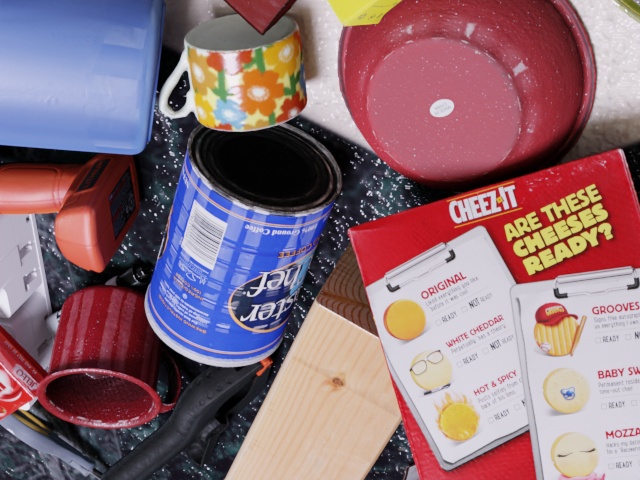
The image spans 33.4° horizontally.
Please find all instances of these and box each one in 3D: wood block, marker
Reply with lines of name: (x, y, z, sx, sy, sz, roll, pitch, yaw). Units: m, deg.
wood block: (0.014, 0.111, 0.772, 0.091, 0.090, 0.206, 29, 128, 4)
marker: (-0.177, 0.047, 0.854, 0.121, 0.020, 0.020, -29, 107, 35)

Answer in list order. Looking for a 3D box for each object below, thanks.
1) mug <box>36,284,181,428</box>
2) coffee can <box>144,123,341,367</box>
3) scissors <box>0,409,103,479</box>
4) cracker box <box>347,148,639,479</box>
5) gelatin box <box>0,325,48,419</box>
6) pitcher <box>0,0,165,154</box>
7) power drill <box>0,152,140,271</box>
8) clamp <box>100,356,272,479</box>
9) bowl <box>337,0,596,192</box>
mug: (-0.155, 0.093, 0.828, 0.117, 0.081, 0.093, 29, 135, -31)
coffee can: (-0.055, 0.001, 0.719, 0.103, 0.102, 0.140, 25, 128, 5)
scissors: (-0.217, 0.195, 0.940, 0.201, 0.016, 0.096, 37, 171, -2)
cracker box: (0.125, 0.073, 0.630, 0.164, 0.072, 0.214, -16, 86, 6)
gelatin box: (-0.267, 0.107, 0.846, 0.089, 0.030, 0.073, -30, 107, 35)
pitcher: (-0.219, -0.129, 0.649, 0.242, 0.145, 0.149, 7, 168, -10)
power drill: (-0.233, -0.020, 0.743, 0.188, 0.184, 0.057, 4, 123, 9)
clamp: (-0.089, 0.139, 0.846, 0.172, 0.120, 0.039, -44, 76, 19)
bowl: (0.079, -0.087, 0.636, 0.162, 0.055, 0.162, 11, 124, 16)
